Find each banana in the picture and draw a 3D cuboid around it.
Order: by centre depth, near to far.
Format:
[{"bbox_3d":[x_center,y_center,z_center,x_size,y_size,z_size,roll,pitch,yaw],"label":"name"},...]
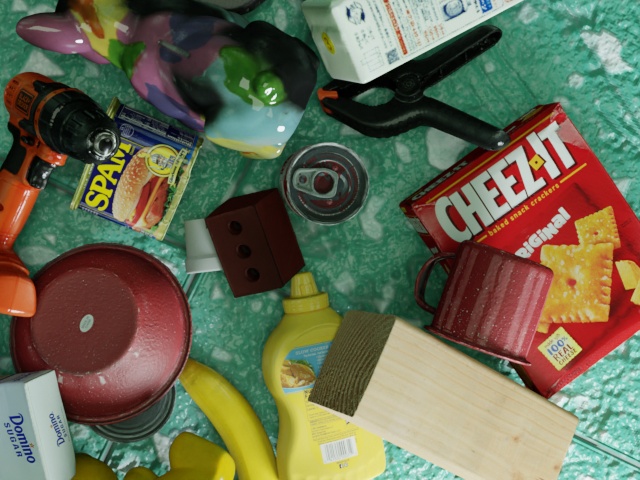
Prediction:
[{"bbox_3d":[-0.075,0.195,0.958,0.069,0.037,0.198,-14,95,-6],"label":"banana"}]

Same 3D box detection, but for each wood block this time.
[{"bbox_3d":[0.107,0.145,0.917,0.205,0.091,0.090,29,78,-22],"label":"wood block"}]

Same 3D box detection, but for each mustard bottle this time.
[{"bbox_3d":[-0.002,0.123,0.949,0.096,0.058,0.191,-10,94,-19],"label":"mustard bottle"}]

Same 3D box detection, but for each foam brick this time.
[{"bbox_3d":[-0.056,0.001,0.927,0.053,0.051,0.078,-14,104,28],"label":"foam brick"}]

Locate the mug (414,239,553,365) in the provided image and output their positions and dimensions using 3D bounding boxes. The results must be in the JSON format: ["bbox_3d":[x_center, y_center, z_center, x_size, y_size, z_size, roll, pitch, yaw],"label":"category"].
[{"bbox_3d":[0.132,0.046,0.885,0.117,0.093,0.081,19,90,34],"label":"mug"}]

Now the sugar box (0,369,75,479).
[{"bbox_3d":[-0.291,0.163,0.890,0.176,0.048,0.093,-9,96,23],"label":"sugar box"}]

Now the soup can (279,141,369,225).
[{"bbox_3d":[0.001,-0.049,0.918,0.068,0.102,0.068,0,94,-7],"label":"soup can"}]

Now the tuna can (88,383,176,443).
[{"bbox_3d":[-0.171,0.134,0.946,0.086,0.034,0.086,0,94,-6],"label":"tuna can"}]

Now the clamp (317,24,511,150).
[{"bbox_3d":[0.086,-0.121,0.934,0.171,0.039,0.120,-13,60,8],"label":"clamp"}]

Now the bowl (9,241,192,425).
[{"bbox_3d":[-0.192,0.073,0.902,0.162,0.055,0.162,-1,75,3],"label":"bowl"}]

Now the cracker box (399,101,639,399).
[{"bbox_3d":[0.200,0.008,0.959,0.164,0.072,0.213,-35,96,-3],"label":"cracker box"}]

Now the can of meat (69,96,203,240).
[{"bbox_3d":[-0.157,-0.059,0.913,0.084,0.057,0.102,22,116,-10],"label":"can of meat"}]

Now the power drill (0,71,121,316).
[{"bbox_3d":[-0.233,-0.037,0.867,0.057,0.185,0.188,19,97,-36],"label":"power drill"}]
